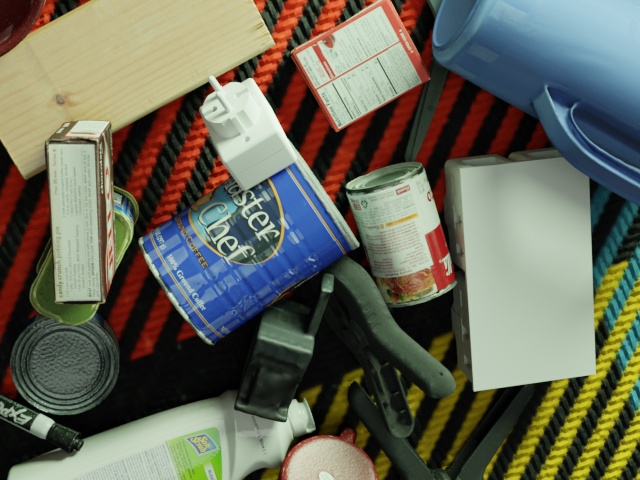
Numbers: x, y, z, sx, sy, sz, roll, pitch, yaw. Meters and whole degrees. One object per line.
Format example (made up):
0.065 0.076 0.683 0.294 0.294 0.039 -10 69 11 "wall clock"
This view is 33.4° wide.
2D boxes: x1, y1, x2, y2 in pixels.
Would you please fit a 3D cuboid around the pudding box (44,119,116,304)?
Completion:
-0.162 -0.021 0.731 0.039 0.090 0.113 -3 104 -6 "pudding box"

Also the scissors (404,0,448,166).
0.088 -0.169 0.863 0.096 0.016 0.202 31 96 -12 "scissors"

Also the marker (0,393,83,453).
-0.245 0.140 0.860 0.121 0.020 0.020 25 98 7 "marker"

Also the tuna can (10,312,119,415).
-0.207 0.096 0.869 0.086 0.034 0.086 -2 102 -8 "tuna can"

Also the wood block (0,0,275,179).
-0.149 -0.139 0.798 0.206 0.090 0.091 -28 106 -2 "wood block"

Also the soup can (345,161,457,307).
0.065 -0.006 0.869 0.068 0.068 0.102 -19 104 -4 "soup can"

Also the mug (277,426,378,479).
0.007 0.206 0.887 0.093 0.117 0.082 23 139 9 "mug"

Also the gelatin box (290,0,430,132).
0.032 -0.140 0.848 0.089 0.030 0.073 -29 103 8 "gelatin box"

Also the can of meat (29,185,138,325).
-0.183 0.009 0.827 0.057 0.084 0.102 25 97 -13 "can of meat"

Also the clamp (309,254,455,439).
0.040 0.083 0.871 0.039 0.120 0.171 -21 61 -29 "clamp"

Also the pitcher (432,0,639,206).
0.211 -0.128 0.818 0.242 0.149 0.145 23 104 -14 "pitcher"

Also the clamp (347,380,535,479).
0.117 0.210 0.939 0.164 0.036 0.210 -9 101 -4 "clamp"

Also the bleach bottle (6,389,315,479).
-0.124 0.193 0.889 0.250 0.068 0.102 -18 106 -6 "bleach bottle"

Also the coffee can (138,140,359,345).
-0.055 0.001 0.834 0.140 0.103 0.103 -34 105 0 "coffee can"
